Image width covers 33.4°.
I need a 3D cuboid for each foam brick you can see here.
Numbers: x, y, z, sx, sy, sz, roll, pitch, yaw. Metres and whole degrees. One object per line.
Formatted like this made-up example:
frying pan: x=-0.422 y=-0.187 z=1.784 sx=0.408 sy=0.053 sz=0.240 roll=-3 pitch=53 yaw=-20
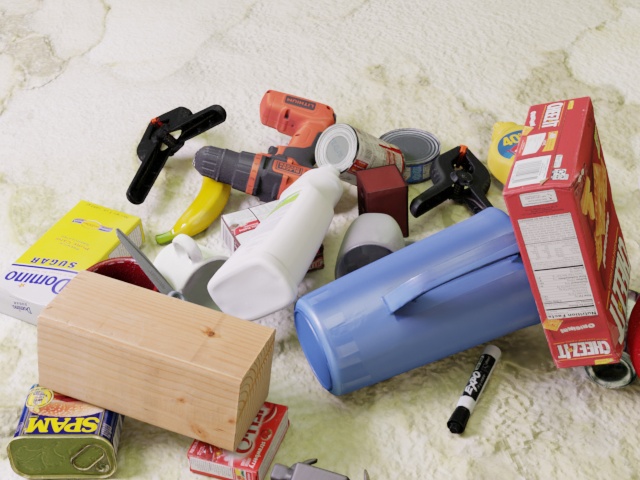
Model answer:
foam brick: x=0.075 y=-0.044 z=1.286 sx=0.051 sy=0.078 sz=0.053 roll=-12 pitch=38 yaw=-9

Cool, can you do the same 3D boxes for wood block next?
wood block: x=-0.158 y=0.112 z=1.022 sx=0.206 sy=0.090 sz=0.090 roll=16 pitch=34 yaw=12

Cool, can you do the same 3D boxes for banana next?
banana: x=-0.148 y=-0.064 z=1.356 sx=0.070 sy=0.037 sz=0.197 roll=8 pitch=40 yaw=10

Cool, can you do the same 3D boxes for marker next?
marker: x=0.156 y=0.151 z=1.082 sx=0.020 sy=0.020 sz=0.121 roll=15 pitch=42 yaw=21

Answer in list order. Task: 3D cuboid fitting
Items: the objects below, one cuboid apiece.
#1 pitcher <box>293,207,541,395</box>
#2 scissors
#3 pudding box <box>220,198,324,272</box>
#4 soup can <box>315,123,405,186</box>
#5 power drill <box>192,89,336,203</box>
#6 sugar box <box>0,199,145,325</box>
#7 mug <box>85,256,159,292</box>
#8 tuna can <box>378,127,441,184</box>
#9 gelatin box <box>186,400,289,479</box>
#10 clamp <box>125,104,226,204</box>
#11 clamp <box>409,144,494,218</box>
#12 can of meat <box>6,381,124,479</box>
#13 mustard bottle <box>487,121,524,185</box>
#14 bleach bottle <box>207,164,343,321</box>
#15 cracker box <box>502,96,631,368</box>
pitcher: x=0.101 y=0.063 z=1.092 sx=0.242 sy=0.149 sz=0.145 roll=-22 pitch=30 yaw=-14
scissors: x=-0.153 y=0.082 z=1.098 sx=0.201 sy=0.016 sz=0.096 roll=38 pitch=56 yaw=-12
pudding box: x=-0.058 y=0.002 z=1.268 sx=0.090 sy=0.039 sz=0.114 roll=-17 pitch=43 yaw=-20
soup can: x=0.050 y=-0.101 z=1.326 sx=0.102 sy=0.068 sz=0.069 roll=17 pitch=16 yaw=-49
power drill: x=-0.059 y=-0.120 z=1.382 sx=0.184 sy=0.057 sz=0.187 roll=17 pitch=41 yaw=-3
sugar box: x=-0.293 y=0.026 z=1.247 sx=0.093 sy=0.048 sz=0.176 roll=16 pitch=41 yaw=22
mug: x=-0.206 y=0.083 z=1.140 sx=0.093 sy=0.081 sz=0.117 roll=-24 pitch=43 yaw=-25
tuna can: x=0.115 y=-0.111 z=1.401 sx=0.086 sy=0.034 sz=0.086 roll=-2 pitch=39 yaw=1
gelatin box: x=-0.078 y=0.191 z=1.037 sx=0.073 sy=0.030 sz=0.089 roll=11 pitch=41 yaw=16
clamp: x=-0.192 y=-0.137 z=1.397 sx=0.164 sy=0.036 sz=0.210 roll=-41 pitch=23 yaw=8
clamp: x=0.164 y=-0.066 z=1.329 sx=0.120 sy=0.039 sz=0.171 roll=15 pitch=34 yaw=-12
can of meat: x=-0.244 y=0.182 z=1.040 sx=0.102 sy=0.057 sz=0.084 roll=-1 pitch=36 yaw=2
mustard bottle: x=0.267 y=-0.096 z=1.354 sx=0.096 sy=0.058 sz=0.192 roll=-12 pitch=39 yaw=-13
bleach bottle: x=-0.029 y=-0.014 z=1.182 sx=0.103 sy=0.068 sz=0.250 roll=-26 pitch=20 yaw=37
cracker box: x=0.250 y=-0.008 z=1.049 sx=0.072 sy=0.213 sz=0.164 roll=-8 pitch=32 yaw=26
